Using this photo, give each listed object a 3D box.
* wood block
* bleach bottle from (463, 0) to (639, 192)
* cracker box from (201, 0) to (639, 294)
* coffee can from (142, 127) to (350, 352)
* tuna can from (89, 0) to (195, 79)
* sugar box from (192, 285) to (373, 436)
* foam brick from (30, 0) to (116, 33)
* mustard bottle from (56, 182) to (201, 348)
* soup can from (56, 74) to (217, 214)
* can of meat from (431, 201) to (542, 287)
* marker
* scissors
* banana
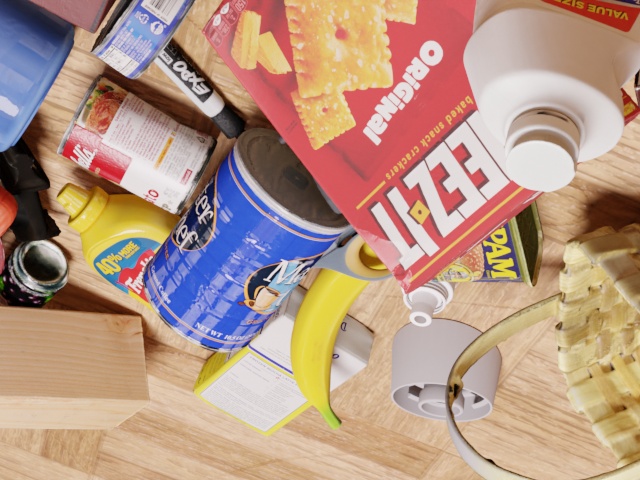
[{"bbox_3d":[-0.274,0.119,0.984,0.205,0.091,0.090,8,150,-35],"label":"wood block"},{"bbox_3d":[0.127,-0.116,0.522,0.102,0.250,0.068,28,138,-11],"label":"bleach bottle"},{"bbox_3d":[0.047,-0.100,0.619,0.214,0.071,0.164,52,130,7],"label":"cracker box"},{"bbox_3d":[-0.055,0.001,0.801,0.102,0.102,0.140,32,119,-15],"label":"coffee can"},{"bbox_3d":[-0.113,-0.149,0.701,0.033,0.086,0.086,34,137,-20],"label":"tuna can"},{"bbox_3d":[-0.037,0.115,0.995,0.093,0.048,0.177,33,133,-16],"label":"sugar box"},{"bbox_3d":[-0.147,-0.183,0.683,0.051,0.078,0.053,27,136,-10],"label":"foam brick"},{"bbox_3d":[-0.144,0.014,0.913,0.191,0.058,0.096,40,134,-22],"label":"mustard bottle"},{"bbox_3d":[-0.138,-0.072,0.808,0.102,0.068,0.069,28,138,-10],"label":"soup can"},{"bbox_3d":[0.113,-0.013,0.790,0.084,0.057,0.102,0,136,24],"label":"can of meat"},{"bbox_3d":[-0.097,-0.118,0.780,0.020,0.020,0.121,-21,126,36],"label":"marker"},{"bbox_3d":[-0.004,0.027,0.850,0.096,0.016,0.202,45,118,7],"label":"scissors"},{"bbox_3d":[0.017,0.060,0.882,0.069,0.037,0.198,22,113,6],"label":"banana"}]
